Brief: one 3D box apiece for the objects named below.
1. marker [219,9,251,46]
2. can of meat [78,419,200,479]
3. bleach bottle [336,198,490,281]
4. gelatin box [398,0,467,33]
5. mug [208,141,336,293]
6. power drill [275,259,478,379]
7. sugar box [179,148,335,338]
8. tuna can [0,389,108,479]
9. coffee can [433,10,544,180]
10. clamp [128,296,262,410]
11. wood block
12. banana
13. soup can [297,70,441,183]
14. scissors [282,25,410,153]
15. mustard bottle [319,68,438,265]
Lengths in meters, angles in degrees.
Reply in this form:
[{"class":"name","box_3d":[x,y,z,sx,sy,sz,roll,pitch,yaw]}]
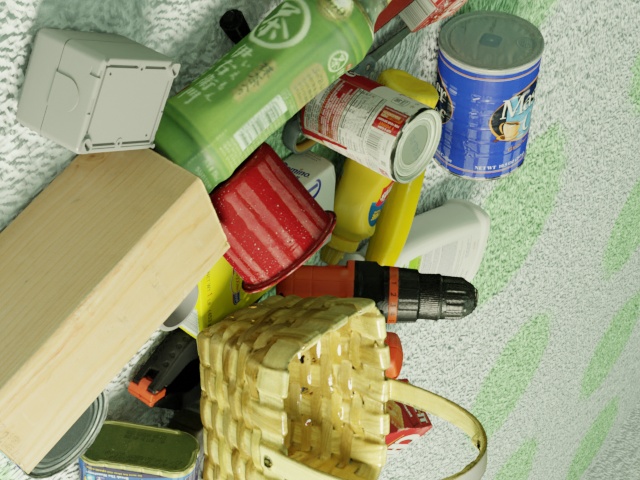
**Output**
[{"class":"marker","box_3d":[-0.049,-0.138,0.821,0.020,0.020,0.121,-55,152,-10]},{"class":"can of meat","box_3d":[-0.151,0.201,0.888,0.057,0.102,0.084,-80,177,-58]},{"class":"bleach bottle","box_3d":[0.089,0.022,1.163,0.250,0.068,0.103,-15,123,-50]},{"class":"gelatin box","box_3d":[0.120,-0.230,0.959,0.073,0.030,0.089,-33,176,-44]},{"class":"mug","box_3d":[-0.047,-0.026,0.820,0.093,0.081,0.117,-32,-161,22]},{"class":"power drill","box_3d":[0.050,0.078,1.031,0.188,0.184,0.057,92,3,-61]},{"class":"sugar box","box_3d":[-0.056,0.001,0.914,0.176,0.048,0.093,-37,144,-36]},{"class":"tuna can","box_3d":[-0.203,0.135,0.806,0.086,0.034,0.086,-40,146,-34]},{"class":"coffee can","box_3d":[0.166,-0.146,1.083,0.102,0.103,0.140,-41,147,-33]},{"class":"clamp","box_3d":[-0.097,0.090,0.941,0.171,0.039,0.120,-22,123,-54]},{"class":"wood block","box_3d":[-0.167,0.037,0.712,0.206,0.091,0.090,-50,152,-20]},{"class":"banana","box_3d":[0.077,-0.050,1.072,0.069,0.037,0.198,0,103,-65]},{"class":"soup can","box_3d":[0.040,-0.097,0.883,0.068,0.102,0.068,-37,143,-35]},{"class":"scissors","box_3d":[0.030,-0.161,0.935,0.201,0.016,0.096,-51,151,-18]},{"class":"mustard bottle","box_3d":[0.044,-0.062,0.996,0.192,0.058,0.096,-65,177,19]}]
